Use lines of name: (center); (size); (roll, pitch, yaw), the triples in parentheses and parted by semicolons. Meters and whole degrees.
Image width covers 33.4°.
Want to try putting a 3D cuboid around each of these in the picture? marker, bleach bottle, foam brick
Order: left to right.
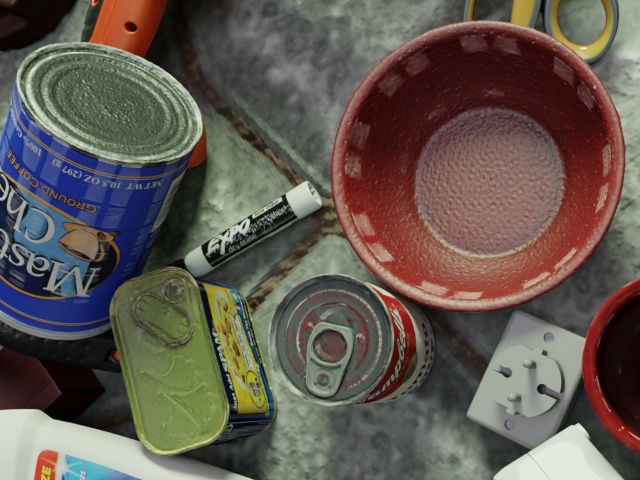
foam brick: (-0.190, 0.102, 0.682); (0.078, 0.051, 0.053); (-43, 73, 9)
bleach bottle: (-0.115, 0.165, 0.605); (0.251, 0.068, 0.102); (17, 87, 5)
marker: (-0.054, 0.001, 0.666); (0.121, 0.020, 0.020); (-30, 74, 13)

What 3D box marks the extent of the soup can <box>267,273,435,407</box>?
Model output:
soup can: (0.020, 0.057, 0.588); (0.069, 0.102, 0.068); (-3, 81, 19)

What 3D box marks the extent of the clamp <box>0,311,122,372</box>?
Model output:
clamp: (-0.208, 0.022, 0.661); (0.210, 0.164, 0.036); (33, 121, 12)

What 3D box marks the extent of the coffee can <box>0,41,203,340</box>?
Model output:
coffee can: (-0.138, -0.026, 0.612); (0.103, 0.102, 0.140); (44, 129, 19)

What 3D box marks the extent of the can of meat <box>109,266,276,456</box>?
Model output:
can of meat: (-0.072, 0.071, 0.628); (0.057, 0.083, 0.102); (-20, 77, 16)

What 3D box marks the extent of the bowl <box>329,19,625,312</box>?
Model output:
bowl: (0.090, -0.038, 0.602); (0.162, 0.055, 0.162); (-3, 82, 19)
